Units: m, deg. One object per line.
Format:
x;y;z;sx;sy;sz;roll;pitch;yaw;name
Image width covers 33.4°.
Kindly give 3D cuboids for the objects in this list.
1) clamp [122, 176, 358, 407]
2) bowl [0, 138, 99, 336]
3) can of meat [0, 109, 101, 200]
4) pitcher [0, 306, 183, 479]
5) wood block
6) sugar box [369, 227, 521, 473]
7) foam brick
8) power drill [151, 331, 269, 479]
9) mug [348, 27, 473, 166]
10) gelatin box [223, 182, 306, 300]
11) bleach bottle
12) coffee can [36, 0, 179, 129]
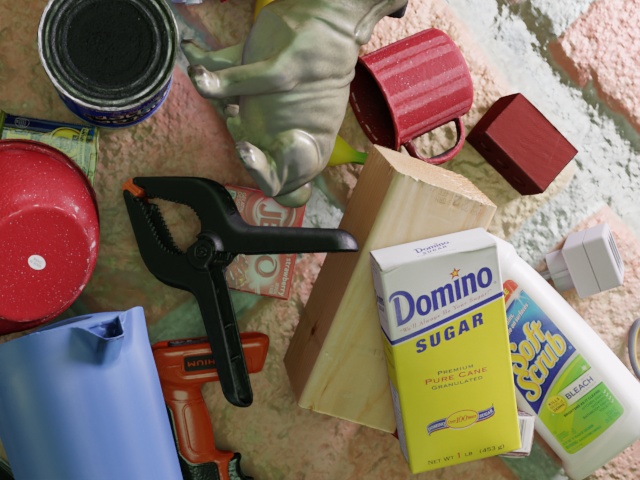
-0.088;0.022;0.863;0.210;0.036;0.164;32;98;25;clamp
-0.225;0.008;0.795;0.161;0.055;0.162;-19;122;-34;bowl
-0.228;-0.051;0.876;0.083;0.057;0.102;8;90;-13;can of meat
-0.173;0.181;0.820;0.145;0.149;0.243;-17;86;3;pitcher
0.052;0.039;0.874;0.090;0.091;0.206;18;106;-16;wood block
0.098;0.086;0.822;0.093;0.048;0.176;-13;111;-6;sugar box
0.177;-0.085;0.945;0.078;0.053;0.051;44;84;-7;foam brick
-0.074;0.174;0.903;0.184;0.057;0.187;-4;91;-9;power drill
0.082;-0.119;0.908;0.081;0.093;0.117;-26;83;-13;mug
-0.056;0.001;0.918;0.073;0.030;0.089;12;89;-10;gelatin box
0.176;0.086;0.939;0.103;0.068;0.251;-43;91;20;bleach bottle
-0.165;-0.145;0.842;0.102;0.140;0.103;0;91;-10;coffee can
